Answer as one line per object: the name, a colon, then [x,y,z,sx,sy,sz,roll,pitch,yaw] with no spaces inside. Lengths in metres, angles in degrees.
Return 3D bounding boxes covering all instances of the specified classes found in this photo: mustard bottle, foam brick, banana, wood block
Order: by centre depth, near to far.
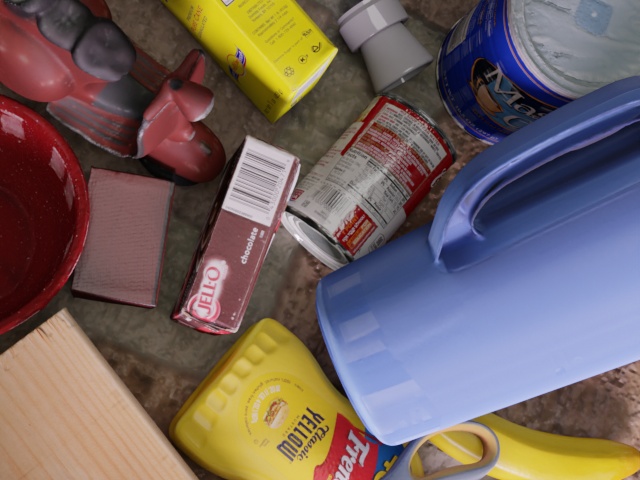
wood block: [-0.121,0.149,0.619,0.090,0.090,0.206,-38,92,-14]
foam brick: [-0.121,0.000,0.654,0.051,0.053,0.078,9,81,-10]
mustard bottle: [0.006,0.143,0.660,0.191,0.058,0.096,41,68,-5]
banana: [0.118,0.120,0.696,0.197,0.037,0.069,32,81,-6]

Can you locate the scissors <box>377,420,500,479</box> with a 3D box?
scissors: [0.032,0.169,0.616,0.201,0.016,0.096,-21,82,-29]

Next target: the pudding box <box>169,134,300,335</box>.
pudding box: [-0.054,0.001,0.648,0.039,0.090,0.113,23,79,-10]

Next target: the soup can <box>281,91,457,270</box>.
soup can: [0.029,-0.035,0.680,0.068,0.068,0.102,41,78,-4]

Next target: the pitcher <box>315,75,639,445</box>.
pitcher: [0.121,0.017,0.606,0.243,0.145,0.149,-24,87,7]

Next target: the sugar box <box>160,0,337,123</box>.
sugar box: [-0.069,-0.158,0.661,0.176,0.093,0.048,45,77,-3]

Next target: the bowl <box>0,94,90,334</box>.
bowl: [-0.216,-0.007,0.624,0.162,0.055,0.162,3,69,-7]

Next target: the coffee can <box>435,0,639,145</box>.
coffee can: [0.142,-0.122,0.674,0.102,0.140,0.103,1,83,-11]
